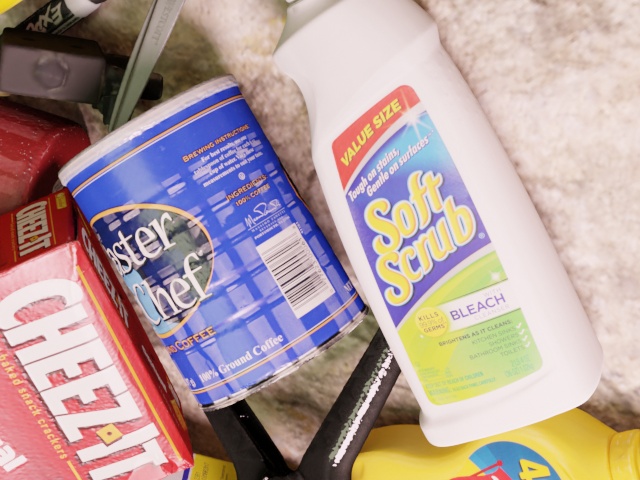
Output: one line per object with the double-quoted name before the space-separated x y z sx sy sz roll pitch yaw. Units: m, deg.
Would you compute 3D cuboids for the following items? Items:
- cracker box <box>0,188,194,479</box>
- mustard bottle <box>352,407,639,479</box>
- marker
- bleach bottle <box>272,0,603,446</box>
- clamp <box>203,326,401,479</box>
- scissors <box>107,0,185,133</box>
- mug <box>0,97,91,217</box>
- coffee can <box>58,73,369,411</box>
"cracker box" -0.196 0.092 0.571 0.213 0.072 0.164 -23 122 -4
"mustard bottle" 0.109 0.137 0.588 0.192 0.058 0.096 -19 102 34
"marker" -0.145 -0.122 0.585 0.121 0.020 0.020 -23 106 35
"bleach bottle" 0.042 -0.024 0.522 0.103 0.068 0.251 -23 105 28
"clamp" -0.024 0.139 0.614 0.165 0.036 0.210 0 83 33
"scissors" -0.044 -0.133 0.501 0.096 0.016 0.202 15 111 9
"mug" -0.184 -0.035 0.623 0.081 0.093 0.117 18 156 11
"coffee can" -0.054 0.001 0.547 0.103 0.102 0.140 -27 95 36
